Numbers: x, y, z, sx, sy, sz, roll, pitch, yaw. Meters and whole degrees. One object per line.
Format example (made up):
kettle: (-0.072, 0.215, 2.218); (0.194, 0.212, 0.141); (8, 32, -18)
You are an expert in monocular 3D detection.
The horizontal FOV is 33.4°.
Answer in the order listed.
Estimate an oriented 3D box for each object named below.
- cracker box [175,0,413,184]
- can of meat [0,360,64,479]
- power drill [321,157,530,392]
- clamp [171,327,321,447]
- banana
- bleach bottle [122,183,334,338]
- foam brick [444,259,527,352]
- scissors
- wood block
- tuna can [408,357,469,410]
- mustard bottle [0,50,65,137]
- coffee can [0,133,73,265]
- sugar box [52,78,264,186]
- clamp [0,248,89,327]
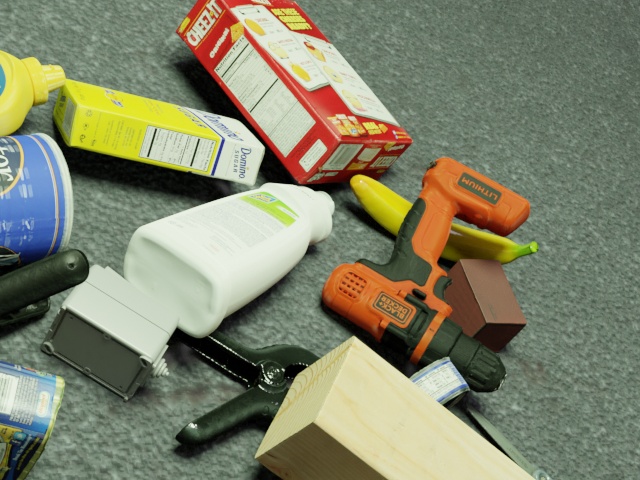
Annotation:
cracker box: (-0.025, -0.155, 1.085); (0.214, 0.072, 0.163); (51, 26, 16)
can of meat: (-0.228, 0.119, 0.713); (0.083, 0.102, 0.057); (20, 46, -21)
power drill: (0.120, 0.029, 0.992); (0.184, 0.057, 0.187); (31, 69, 8)
clamp: (-0.053, 0.110, 0.882); (0.171, 0.039, 0.120); (4, 56, -35)
banana: (0.118, -0.015, 1.082); (0.198, 0.070, 0.037); (19, 50, -1)
bleach bottle: (-0.056, 0.001, 0.939); (0.103, 0.068, 0.250); (34, 30, 19)
foam brick: (0.157, 0.064, 1.050); (0.052, 0.051, 0.078); (4, 51, -30)
scissors: (0.197, 0.234, 0.953); (0.202, 0.016, 0.096); (36, 42, -1)
wood block: (0.066, 0.182, 0.831); (0.206, 0.091, 0.090); (39, 47, -10)
tuna can: (0.085, 0.138, 0.912); (0.085, 0.086, 0.034); (-20, 68, -43)
mustard bottle: (-0.302, -0.116, 0.876); (0.191, 0.058, 0.096); (-18, 51, -29)
coffee can: (-0.274, -0.027, 0.810); (0.140, 0.103, 0.103); (-7, 58, -37)
sugar box: (-0.148, -0.099, 0.974); (0.176, 0.048, 0.093); (8, 20, -26)
clamp: (-0.268, 0.061, 0.744); (0.209, 0.165, 0.036); (-21, 86, -19)
